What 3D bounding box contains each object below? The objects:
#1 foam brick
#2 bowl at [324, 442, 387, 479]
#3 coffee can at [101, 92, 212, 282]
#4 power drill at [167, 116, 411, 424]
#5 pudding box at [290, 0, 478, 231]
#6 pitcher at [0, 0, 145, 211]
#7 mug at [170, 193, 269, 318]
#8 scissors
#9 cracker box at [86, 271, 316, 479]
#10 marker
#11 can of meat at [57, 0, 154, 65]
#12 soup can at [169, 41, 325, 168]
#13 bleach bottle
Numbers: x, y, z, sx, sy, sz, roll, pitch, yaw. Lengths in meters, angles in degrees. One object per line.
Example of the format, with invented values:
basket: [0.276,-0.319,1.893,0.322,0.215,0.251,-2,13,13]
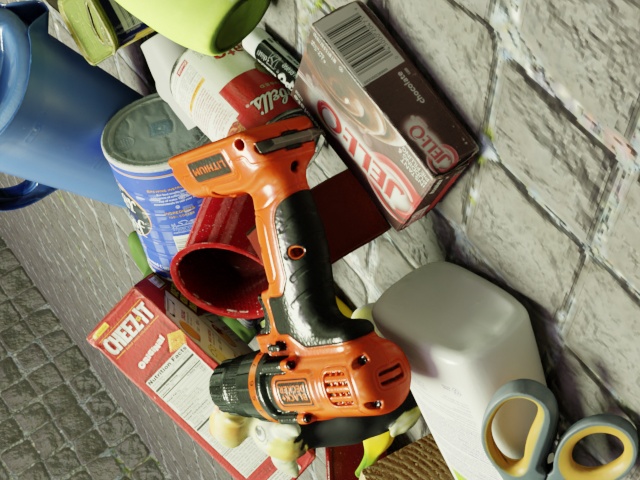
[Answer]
foam brick: [-0.003,-0.007,0.745,0.053,0.078,0.051,59,162,2]
bowl: [0.032,0.214,0.971,0.162,0.055,0.162,174,92,-89]
coffee can: [-0.123,-0.046,0.941,0.103,0.102,0.140,41,155,41]
power drill: [-0.034,0.026,0.675,0.185,0.057,0.187,-14,96,50]
pudding box: [0.034,-0.069,0.615,0.113,0.039,0.090,55,161,10]
pitcher: [-0.240,-0.099,0.953,0.242,0.149,0.145,26,-120,-61]
mug: [-0.056,0.001,0.858,0.117,0.081,0.093,-15,131,32]
scissors: [0.137,0.159,0.641,0.096,0.016,0.202,3,129,15]
cracker box: [-0.100,0.127,0.972,0.213,0.072,0.164,44,-176,-3]
marker: [-0.011,-0.103,0.704,0.121,0.020,0.020,45,158,32]
can of meat: [-0.144,-0.181,0.814,0.057,0.083,0.102,63,161,-13]
soup can: [-0.052,-0.093,0.749,0.102,0.068,0.068,47,158,31]
bleach bottle: [0.114,0.137,0.701,0.103,0.068,0.251,31,150,51]
